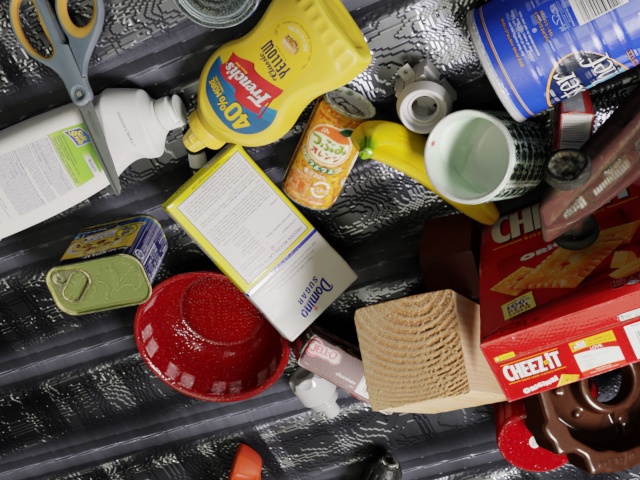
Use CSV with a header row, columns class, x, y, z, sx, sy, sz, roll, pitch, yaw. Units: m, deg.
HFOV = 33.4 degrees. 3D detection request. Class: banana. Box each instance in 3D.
class,x,y,z,sx,sy,sz,roll,pitch,yaw
banana,0.088,-0.065,0.957,0.197,0.069,0.037,21,134,-42

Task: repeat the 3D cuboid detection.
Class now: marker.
class,x,y,z,sx,sy,sz,roll,pitch,yaw
marker,-0.114,-0.057,1.033,0.020,0.020,0.121,-2,120,10

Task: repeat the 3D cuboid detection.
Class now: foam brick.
class,x,y,z,sx,sy,sz,roll,pitch,yaw
foam brick,0.126,0.016,1.007,0.051,0.078,0.053,-10,119,16

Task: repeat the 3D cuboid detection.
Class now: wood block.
class,x,y,z,sx,sy,sz,roll,pitch,yaw
wood block,0.109,0.108,0.985,0.090,0.206,0.091,-14,77,17

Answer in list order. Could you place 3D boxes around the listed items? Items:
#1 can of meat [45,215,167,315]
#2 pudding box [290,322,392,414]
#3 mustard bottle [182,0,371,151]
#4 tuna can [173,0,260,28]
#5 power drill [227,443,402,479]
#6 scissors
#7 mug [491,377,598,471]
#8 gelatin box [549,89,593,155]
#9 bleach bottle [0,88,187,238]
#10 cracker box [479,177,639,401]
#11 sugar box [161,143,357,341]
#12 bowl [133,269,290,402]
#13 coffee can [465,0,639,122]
class,x,y,z,sx,sy,sz,roll,pitch,yaw
can of meat,-0.208,0.022,1.057,0.102,0.084,0.057,-11,119,15
pudding box,0.026,0.125,1.078,0.113,0.090,0.039,32,93,-10
mustard bottle,-0.052,-0.140,0.944,0.192,0.058,0.096,-36,82,27
tuna can,-0.088,-0.227,0.918,0.086,0.033,0.086,4,121,6
power drill,-0.014,0.292,1.206,0.187,0.057,0.185,18,122,-2
scissors,-0.203,-0.148,0.953,0.096,0.016,0.202,-36,88,13
mug,0.229,0.175,1.085,0.117,0.081,0.093,-29,113,23
gelatin box,0.218,-0.086,0.934,0.030,0.073,0.089,3,122,8
bleach bottle,-0.239,-0.075,1.017,0.251,0.068,0.102,-18,116,16
cracker box,0.223,0.029,0.921,0.164,0.213,0.072,-21,114,19
sugar box,-0.057,0.001,1.013,0.093,0.048,0.176,-43,105,-8
bowl,-0.107,0.087,1.098,0.162,0.055,0.162,4,121,6
coffee can,0.204,-0.172,0.867,0.140,0.102,0.102,-25,114,21
